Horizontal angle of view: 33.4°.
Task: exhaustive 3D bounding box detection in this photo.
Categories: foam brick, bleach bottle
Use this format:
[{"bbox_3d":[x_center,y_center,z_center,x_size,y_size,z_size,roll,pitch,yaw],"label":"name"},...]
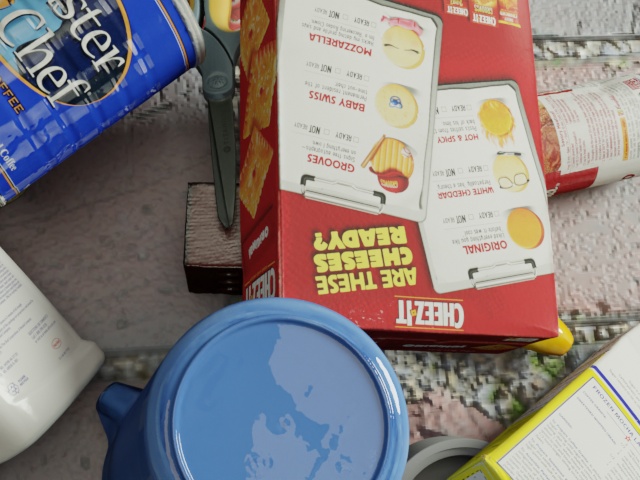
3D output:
[{"bbox_3d":[-0.054,0.001,0.640,0.053,0.078,0.051,2,76,-3],"label":"foam brick"},{"bbox_3d":[-0.227,0.000,0.570,0.068,0.102,0.251,-29,104,27],"label":"bleach bottle"}]

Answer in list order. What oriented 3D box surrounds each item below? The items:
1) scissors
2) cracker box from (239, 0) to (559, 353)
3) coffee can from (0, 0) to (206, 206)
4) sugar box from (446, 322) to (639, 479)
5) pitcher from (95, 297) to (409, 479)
[{"bbox_3d":[-0.079,-0.099,0.642,0.096,0.016,0.201,7,61,8],"label":"scissors"},{"bbox_3d":[0.040,-0.047,0.604,0.164,0.072,0.213,4,73,-21],"label":"cracker box"},{"bbox_3d":[-0.148,-0.101,0.583,0.140,0.103,0.103,-38,82,-13],"label":"coffee can"},{"bbox_3d":[0.158,0.126,0.608,0.175,0.048,0.093,-27,77,-43],"label":"sugar box"},{"bbox_3d":[-0.030,0.114,0.527,0.149,0.243,0.145,-5,74,-14],"label":"pitcher"}]
